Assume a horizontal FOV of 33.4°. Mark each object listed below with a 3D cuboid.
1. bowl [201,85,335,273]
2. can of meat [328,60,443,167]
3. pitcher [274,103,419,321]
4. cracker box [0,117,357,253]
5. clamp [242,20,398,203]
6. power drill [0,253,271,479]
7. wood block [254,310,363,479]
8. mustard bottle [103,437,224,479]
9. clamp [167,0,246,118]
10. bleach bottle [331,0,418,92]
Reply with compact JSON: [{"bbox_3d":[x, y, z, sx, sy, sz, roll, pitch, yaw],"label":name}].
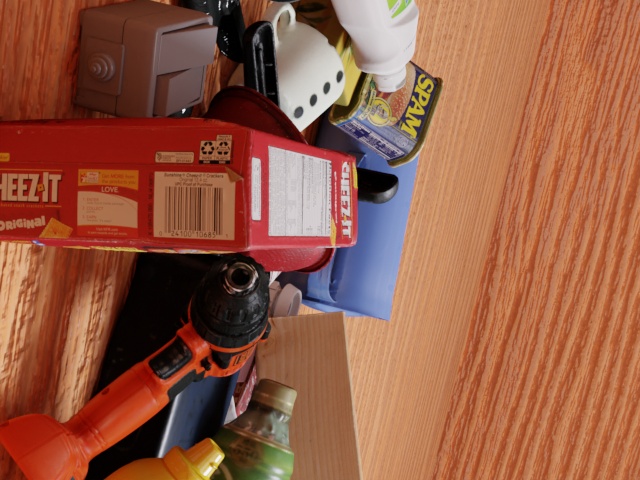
[{"bbox_3d":[-0.059,-0.035,0.823,0.055,0.162,0.162,-30,141,-28],"label":"bowl"},{"bbox_3d":[0.065,-0.138,1.059,0.058,0.083,0.102,-16,-132,56],"label":"can of meat"},{"bbox_3d":[0.035,-0.040,1.141,0.144,0.149,0.243,15,86,-32],"label":"pitcher"},{"bbox_3d":[-0.082,-0.031,0.656,0.213,0.164,0.072,-2,94,-73],"label":"cracker box"},{"bbox_3d":[-0.029,-0.059,0.859,0.036,0.164,0.210,-39,174,-33],"label":"clamp"},{"bbox_3d":[-0.112,0.090,0.687,0.187,0.057,0.184,-35,168,-19],"label":"power drill"},{"bbox_3d":[-0.012,0.182,1.013,0.090,0.091,0.206,90,-6,-68],"label":"wood block"},{"bbox_3d":[-0.143,0.208,0.739,0.191,0.058,0.096,-43,143,-5],"label":"mustard bottle"},{"bbox_3d":[-0.075,-0.180,0.783,0.120,0.039,0.172,-61,168,-59],"label":"clamp"},{"bbox_3d":[0.038,-0.226,0.887,0.102,0.068,0.251,-55,147,-34],"label":"bleach bottle"}]
